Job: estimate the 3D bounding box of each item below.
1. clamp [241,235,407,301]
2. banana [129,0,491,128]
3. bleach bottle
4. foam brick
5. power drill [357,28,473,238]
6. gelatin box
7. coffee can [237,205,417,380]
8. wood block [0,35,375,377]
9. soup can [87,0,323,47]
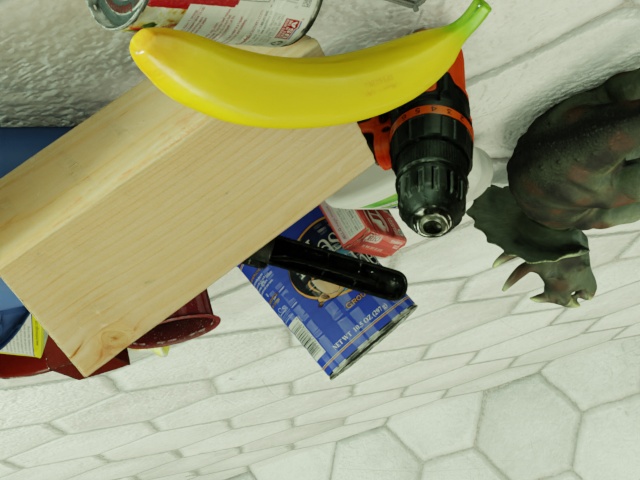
[{"bbox_3d":[-0.055,0.001,0.833,0.210,0.036,0.164,15,176,37],"label":"clamp"},{"bbox_3d":[-0.005,-0.087,0.544,0.197,0.037,0.070,-13,131,-27],"label":"banana"},{"bbox_3d":[0.089,-0.062,0.879,0.103,0.068,0.250,-25,168,25],"label":"bleach bottle"},{"bbox_3d":[-0.204,0.086,0.922,0.051,0.053,0.078,-16,164,3],"label":"foam brick"},{"bbox_3d":[0.009,-0.052,0.695,0.188,0.184,0.057,-15,128,19],"label":"power drill"},{"bbox_3d":[0.027,-0.030,0.890,0.030,0.089,0.073,-39,156,19],"label":"gelatin box"},{"bbox_3d":[0.003,0.038,0.952,0.102,0.140,0.103,-39,171,-8],"label":"coffee can"},{"bbox_3d":[-0.085,-0.033,0.610,0.206,0.090,0.090,-37,127,-10],"label":"wood block"},{"bbox_3d":[-0.056,-0.133,0.526,0.102,0.068,0.069,-2,158,-39],"label":"soup can"}]
